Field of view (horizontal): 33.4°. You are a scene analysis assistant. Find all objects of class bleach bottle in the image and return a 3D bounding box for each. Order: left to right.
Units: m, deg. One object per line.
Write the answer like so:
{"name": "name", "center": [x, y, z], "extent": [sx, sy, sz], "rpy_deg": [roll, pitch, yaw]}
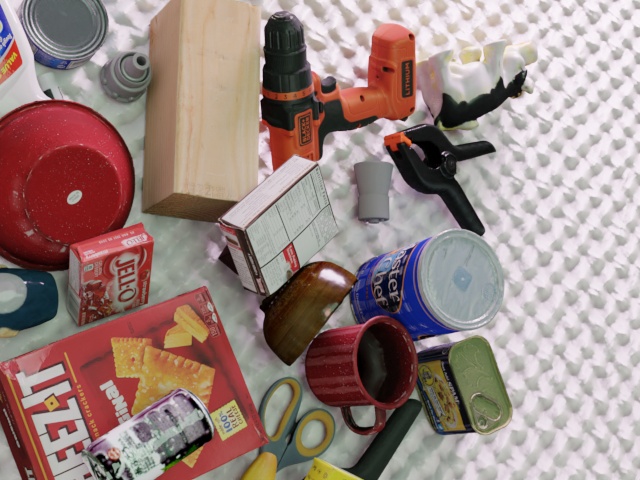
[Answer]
{"name": "bleach bottle", "center": [-0.314, -0.187, 0.986], "extent": [0.102, 0.068, 0.251], "rpy_deg": [-36, 99, -30]}

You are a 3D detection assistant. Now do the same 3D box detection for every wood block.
{"name": "wood block", "center": [-0.117, -0.130, 1.062], "extent": [0.090, 0.091, 0.206], "rpy_deg": [8, 75, -28]}

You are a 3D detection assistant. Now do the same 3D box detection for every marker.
{"name": "marker", "center": [-0.244, -0.103, 1.028], "extent": [0.020, 0.020, 0.121], "rpy_deg": [-22, 89, -31]}

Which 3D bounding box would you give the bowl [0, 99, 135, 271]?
{"name": "bowl", "center": [-0.233, -0.046, 0.969], "extent": [0.161, 0.055, 0.162], "rpy_deg": [-8, 105, -32]}

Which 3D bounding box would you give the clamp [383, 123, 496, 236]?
{"name": "clamp", "center": [0.138, -0.072, 1.207], "extent": [0.171, 0.039, 0.120], "rpy_deg": [13, 69, -38]}

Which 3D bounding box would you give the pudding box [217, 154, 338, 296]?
{"name": "pudding box", "center": [-0.038, -0.014, 1.026], "extent": [0.113, 0.039, 0.090], "rpy_deg": [-44, 134, -31]}

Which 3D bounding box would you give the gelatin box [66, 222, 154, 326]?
{"name": "gelatin box", "center": [-0.194, 0.032, 0.986], "extent": [0.073, 0.089, 0.030], "rpy_deg": [-19, 53, -31]}

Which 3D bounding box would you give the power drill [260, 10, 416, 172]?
{"name": "power drill", "center": [0.017, -0.169, 1.123], "extent": [0.187, 0.057, 0.184], "rpy_deg": [-25, 129, -32]}

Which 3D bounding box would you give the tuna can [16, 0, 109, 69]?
{"name": "tuna can", "center": [-0.252, -0.211, 1.040], "extent": [0.086, 0.034, 0.086], "rpy_deg": [7, 75, -27]}

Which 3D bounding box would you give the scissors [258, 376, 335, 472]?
{"name": "scissors", "center": [-0.042, 0.237, 1.062], "extent": [0.096, 0.016, 0.201], "rpy_deg": [23, 69, -22]}

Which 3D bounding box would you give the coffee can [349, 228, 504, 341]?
{"name": "coffee can", "center": [0.109, 0.052, 1.114], "extent": [0.102, 0.141, 0.103], "rpy_deg": [7, 75, -27]}

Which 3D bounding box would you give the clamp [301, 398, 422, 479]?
{"name": "clamp", "center": [0.037, 0.257, 1.085], "extent": [0.209, 0.036, 0.164], "rpy_deg": [-8, 91, -27]}

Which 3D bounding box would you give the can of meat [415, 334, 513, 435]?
{"name": "can of meat", "center": [0.148, 0.158, 1.144], "extent": [0.057, 0.084, 0.102], "rpy_deg": [-19, 88, -31]}

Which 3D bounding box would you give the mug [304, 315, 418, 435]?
{"name": "mug", "center": [0.040, 0.139, 1.083], "extent": [0.093, 0.082, 0.117], "rpy_deg": [-2, 82, -43]}

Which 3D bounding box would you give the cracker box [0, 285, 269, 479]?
{"name": "cracker box", "center": [-0.174, 0.153, 0.977], "extent": [0.213, 0.072, 0.164], "rpy_deg": [-20, 89, -30]}
